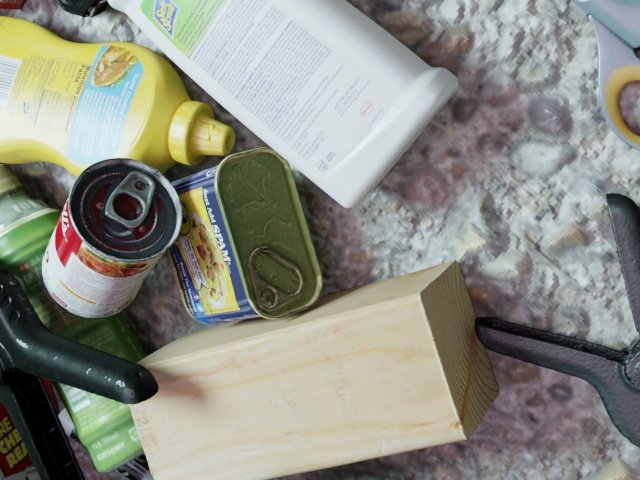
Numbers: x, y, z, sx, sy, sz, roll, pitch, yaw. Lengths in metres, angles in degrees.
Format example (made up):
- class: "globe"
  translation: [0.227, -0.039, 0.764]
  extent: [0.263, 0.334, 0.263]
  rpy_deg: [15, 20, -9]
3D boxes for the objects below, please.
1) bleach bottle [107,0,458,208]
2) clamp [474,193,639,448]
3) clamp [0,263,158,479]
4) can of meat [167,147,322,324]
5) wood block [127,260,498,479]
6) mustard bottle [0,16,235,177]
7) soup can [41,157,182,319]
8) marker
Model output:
- class: "bleach bottle"
  translation: [-0.045, -0.135, 0.633]
  extent: [0.251, 0.068, 0.103]
  rpy_deg: [41, 113, 2]
- class: "clamp"
  translation: [0.187, 0.058, 0.608]
  extent: [0.171, 0.039, 0.120]
  rpy_deg: [36, 115, 6]
- class: "clamp"
  translation: [-0.199, 0.084, 0.696]
  extent: [0.210, 0.036, 0.165]
  rpy_deg: [38, 130, 19]
- class: "can of meat"
  translation: [-0.054, 0.001, 0.670]
  extent: [0.084, 0.057, 0.102]
  rpy_deg: [-13, 95, 52]
- class: "wood block"
  translation: [-0.007, 0.088, 0.664]
  extent: [0.206, 0.090, 0.090]
  rpy_deg: [-16, 94, 24]
- class: "mustard bottle"
  translation: [-0.145, -0.085, 0.703]
  extent: [0.192, 0.058, 0.096]
  rpy_deg: [14, 81, 18]
- class: "soup can"
  translation: [-0.133, 0.002, 0.667]
  extent: [0.068, 0.068, 0.102]
  rpy_deg: [52, 147, 6]
- class: "marker"
  translation: [-0.140, 0.160, 0.771]
  extent: [0.121, 0.020, 0.020]
  rpy_deg: [32, 110, 14]
